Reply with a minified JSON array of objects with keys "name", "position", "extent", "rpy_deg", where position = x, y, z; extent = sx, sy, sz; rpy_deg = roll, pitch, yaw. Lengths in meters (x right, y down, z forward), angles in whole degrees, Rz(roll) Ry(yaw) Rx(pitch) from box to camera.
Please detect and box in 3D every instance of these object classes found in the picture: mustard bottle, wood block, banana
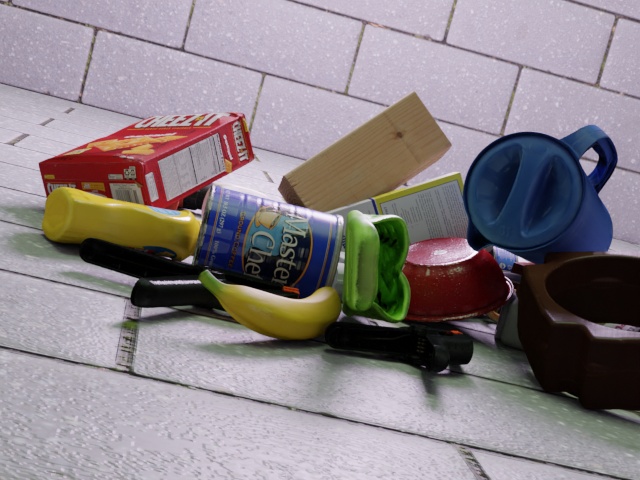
[{"name":"mustard bottle","position":[-0.195,-0.013,1.149],"extent":[0.191,0.058,0.096],"rpy_deg":[10,-5,-30]},{"name":"wood block","position":[0.056,-0.094,1.393],"extent":[0.091,0.206,0.090],"rpy_deg":[56,-11,4]},{"name":"banana","position":[-0.027,0.060,0.968],"extent":[0.197,0.037,0.070],"rpy_deg":[14,43,-55]}]

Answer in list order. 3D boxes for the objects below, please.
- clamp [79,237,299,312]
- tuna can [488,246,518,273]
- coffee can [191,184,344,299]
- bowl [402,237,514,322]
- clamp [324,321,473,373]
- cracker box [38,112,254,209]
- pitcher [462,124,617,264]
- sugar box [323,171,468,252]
[{"name":"clamp","position":[-0.118,0.040,1.007],"extent":[0.209,0.036,0.165],"rpy_deg":[11,9,-38]},{"name":"tuna can","position":[0.231,0.048,1.414],"extent":[0.033,0.086,0.086],"rpy_deg":[12,8,-8]},{"name":"coffee can","position":[-0.056,0.008,1.105],"extent":[0.140,0.103,0.103],"rpy_deg":[14,8,-8]},{"name":"bowl","position":[0.139,0.037,1.222],"extent":[0.162,0.055,0.162],"rpy_deg":[-7,19,2]},{"name":"clamp","position":[0.098,0.099,0.983],"extent":[0.120,0.039,0.171],"rpy_deg":[19,9,40]},{"name":"cracker box","position":[-0.210,-0.099,1.312],"extent":[0.164,0.072,0.213],"rpy_deg":[3,23,32]},{"name":"pitcher","position":[0.272,-0.038,1.235],"extent":[0.149,0.145,0.242],"rpy_deg":[-1,-11,26]},{"name":"sugar box","position":[0.098,-0.015,1.310],"extent":[0.176,0.093,0.048],"rpy_deg":[-16,5,-1]}]
